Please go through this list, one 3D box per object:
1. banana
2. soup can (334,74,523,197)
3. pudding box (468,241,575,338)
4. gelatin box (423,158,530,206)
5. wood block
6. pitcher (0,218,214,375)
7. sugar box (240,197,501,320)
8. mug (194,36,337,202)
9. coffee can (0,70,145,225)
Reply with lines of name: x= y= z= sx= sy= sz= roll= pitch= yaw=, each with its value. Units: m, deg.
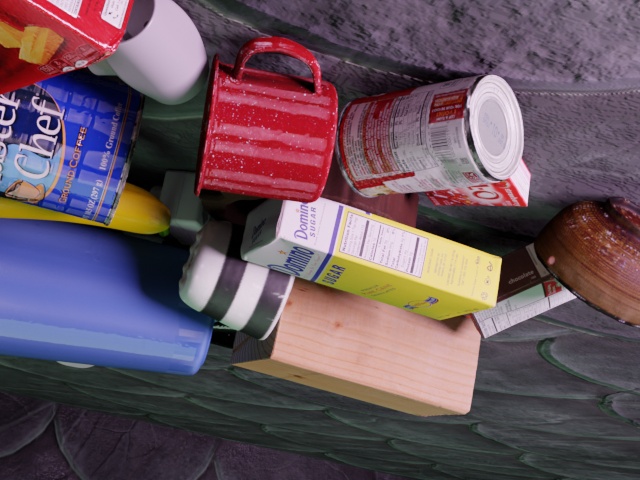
banana: x=-0.194 y=-0.026 z=0.826 sx=0.197 sy=0.037 sz=0.070 roll=10 pitch=147 yaw=-31
soup can: x=0.069 y=-0.066 z=0.682 sx=0.102 sy=0.068 sz=0.068 roll=-5 pitch=157 yaw=39
pudding box: x=0.176 y=0.037 z=0.911 sx=0.113 sy=0.039 sz=0.090 roll=-23 pitch=157 yaw=6
gelatin box: x=0.104 y=-0.052 z=0.765 sx=0.073 sy=0.030 sz=0.089 roll=1 pitch=161 yaw=25
wood block: x=0.035 y=0.094 z=0.979 sx=0.205 sy=0.090 sz=0.091 roll=19 pitch=162 yaw=-24
pitcher: x=-0.215 y=0.038 z=0.929 sx=0.242 sy=0.149 sz=0.145 roll=11 pitch=175 yaw=-11
sugar box: x=0.036 y=0.014 z=0.795 sx=0.176 sy=0.048 sz=0.093 roll=15 pitch=164 yaw=-17
mug: x=-0.034 y=-0.079 z=0.691 sx=0.081 sy=0.093 sz=0.117 roll=8 pitch=127 yaw=-9
coffee can: x=-0.204 y=-0.077 z=0.744 sx=0.140 sy=0.103 sz=0.103 roll=15 pitch=162 yaw=-16
